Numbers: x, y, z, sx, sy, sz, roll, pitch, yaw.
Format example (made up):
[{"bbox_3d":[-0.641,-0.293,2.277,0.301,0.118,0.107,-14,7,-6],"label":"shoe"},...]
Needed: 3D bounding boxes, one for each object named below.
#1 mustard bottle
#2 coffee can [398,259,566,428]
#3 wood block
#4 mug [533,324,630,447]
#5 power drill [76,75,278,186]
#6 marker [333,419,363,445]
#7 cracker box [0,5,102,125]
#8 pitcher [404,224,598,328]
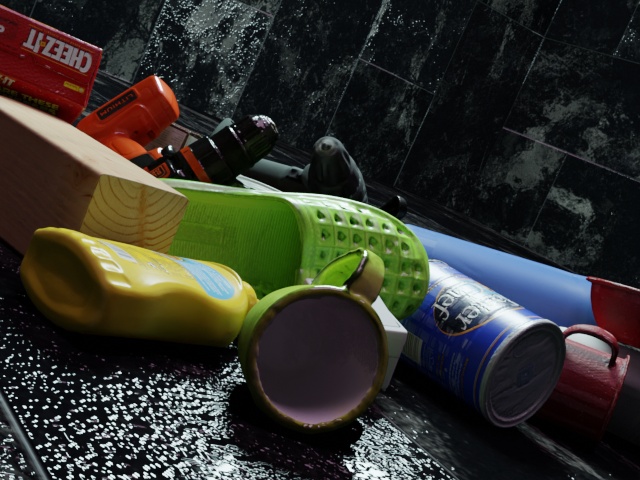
[{"bbox_3d":[-0.108,0.039,0.749,0.096,0.058,0.191,28,9,38],"label":"mustard bottle"},{"bbox_3d":[0.135,0.091,0.965,0.102,0.103,0.140,16,10,-44],"label":"coffee can"},{"bbox_3d":[-0.212,-0.040,0.853,0.206,0.091,0.090,30,9,39],"label":"wood block"},{"bbox_3d":[0.241,0.129,1.010,0.081,0.117,0.093,21,36,13],"label":"mug"},{"bbox_3d":[-0.144,-0.085,0.983,0.057,0.184,0.188,61,-6,-37],"label":"power drill"},{"bbox_3d":[0.007,0.112,0.745,0.020,0.020,0.121,22,8,-18],"label":"marker"},{"bbox_3d":[-0.316,-0.147,0.997,0.164,0.072,0.214,21,-23,-23],"label":"cracker box"},{"bbox_3d":[0.182,0.066,1.205,0.242,0.145,0.149,20,-30,-9],"label":"pitcher"}]
